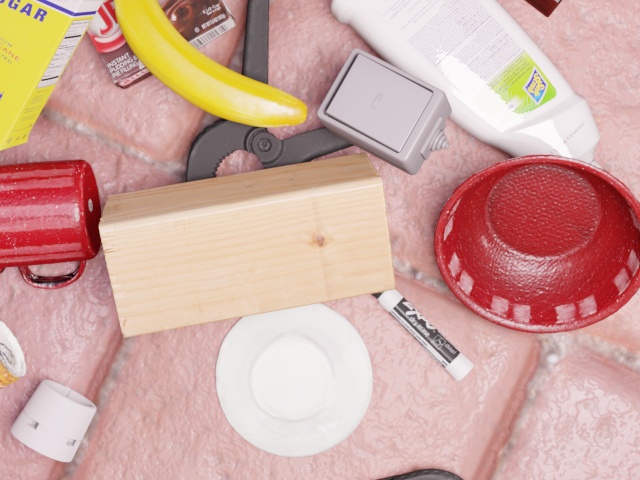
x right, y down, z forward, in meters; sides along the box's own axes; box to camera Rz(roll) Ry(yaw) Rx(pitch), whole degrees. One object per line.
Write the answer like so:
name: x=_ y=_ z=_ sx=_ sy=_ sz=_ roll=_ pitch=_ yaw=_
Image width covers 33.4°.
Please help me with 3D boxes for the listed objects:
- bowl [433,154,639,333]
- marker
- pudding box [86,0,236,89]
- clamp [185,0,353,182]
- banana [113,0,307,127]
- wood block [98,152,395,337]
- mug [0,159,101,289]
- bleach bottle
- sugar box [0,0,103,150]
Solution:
bowl: x=0.170 y=-0.007 z=0.820 sx=0.162 sy=0.055 sz=0.162 roll=7 pitch=125 yaw=9
marker: x=0.074 y=0.065 z=0.863 sx=0.121 sy=0.020 sz=0.020 roll=44 pitch=91 yaw=4
pudding box: x=-0.138 y=-0.190 z=0.876 sx=0.113 sy=0.039 sz=0.090 roll=-28 pitch=85 yaw=2
clamp: x=-0.034 y=-0.076 z=0.867 sx=0.164 sy=0.036 sz=0.210 roll=32 pitch=94 yaw=-1
banana: x=-0.099 y=-0.146 z=0.833 sx=0.069 sy=0.037 sz=0.198 roll=-44 pitch=85 yaw=5
wood block: x=-0.055 y=0.001 z=0.815 sx=0.206 sy=0.090 sz=0.091 roll=-9 pitch=109 yaw=-3
mug: x=-0.222 y=-0.011 z=0.858 sx=0.081 sy=0.093 sz=0.117 roll=-5 pitch=119 yaw=-1
bleach bottle: x=0.127 y=-0.127 z=0.846 sx=0.102 sy=0.068 sz=0.251 roll=-42 pitch=88 yaw=4
sugar box: x=-0.243 y=-0.169 z=0.850 sx=0.093 sy=0.048 sz=0.176 roll=37 pitch=115 yaw=5
